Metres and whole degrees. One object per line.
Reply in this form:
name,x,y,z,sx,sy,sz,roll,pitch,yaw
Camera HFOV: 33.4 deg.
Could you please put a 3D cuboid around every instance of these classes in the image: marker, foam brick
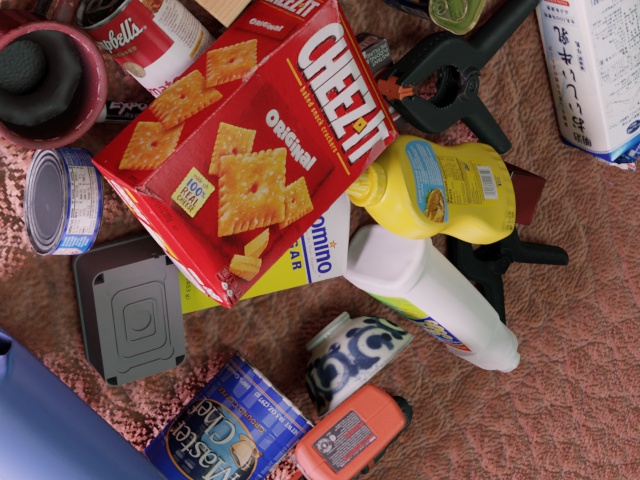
marker,-0.159,-0.104,0.865,0.120,0.020,0.020,-1,112,-32
foam brick,0.176,-0.053,1.070,0.052,0.078,0.051,9,104,-36

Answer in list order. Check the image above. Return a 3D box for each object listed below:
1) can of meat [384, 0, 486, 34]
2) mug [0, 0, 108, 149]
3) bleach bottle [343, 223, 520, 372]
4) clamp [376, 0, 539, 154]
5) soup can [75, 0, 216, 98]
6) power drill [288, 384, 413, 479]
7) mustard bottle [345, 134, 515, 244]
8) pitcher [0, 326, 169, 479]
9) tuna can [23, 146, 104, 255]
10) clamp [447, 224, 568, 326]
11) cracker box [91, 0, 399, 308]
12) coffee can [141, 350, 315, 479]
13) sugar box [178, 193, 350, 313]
can of meat,0.107,-0.240,0.933,0.057,0.084,0.102,16,102,-37
mug,-0.209,-0.133,0.778,0.093,0.082,0.117,12,105,-36
bleach bottle,0.133,0.072,1.083,0.250,0.103,0.068,38,74,-38
clamp,0.132,-0.141,1.006,0.209,0.036,0.164,-22,124,-40
soup can,-0.130,-0.158,0.828,0.068,0.069,0.102,-50,129,-4
power drill,0.032,0.202,1.050,0.184,0.057,0.188,-40,165,-19
mustard bottle,0.093,-0.048,0.970,0.191,0.058,0.096,2,70,-39
pitcher,-0.240,0.175,0.854,0.145,0.149,0.242,-51,120,-14
tuna can,-0.200,-0.031,0.830,0.033,0.086,0.086,1,111,-35
clamp,0.196,0.014,1.139,0.120,0.039,0.171,-45,128,-9
cracker box,-0.049,-0.074,0.841,0.213,0.072,0.164,-46,139,-13
coffee can,-0.089,0.188,0.992,0.140,0.103,0.102,-46,128,-7
sugar box,-0.056,0.001,0.964,0.175,0.048,0.093,-12,117,-27
